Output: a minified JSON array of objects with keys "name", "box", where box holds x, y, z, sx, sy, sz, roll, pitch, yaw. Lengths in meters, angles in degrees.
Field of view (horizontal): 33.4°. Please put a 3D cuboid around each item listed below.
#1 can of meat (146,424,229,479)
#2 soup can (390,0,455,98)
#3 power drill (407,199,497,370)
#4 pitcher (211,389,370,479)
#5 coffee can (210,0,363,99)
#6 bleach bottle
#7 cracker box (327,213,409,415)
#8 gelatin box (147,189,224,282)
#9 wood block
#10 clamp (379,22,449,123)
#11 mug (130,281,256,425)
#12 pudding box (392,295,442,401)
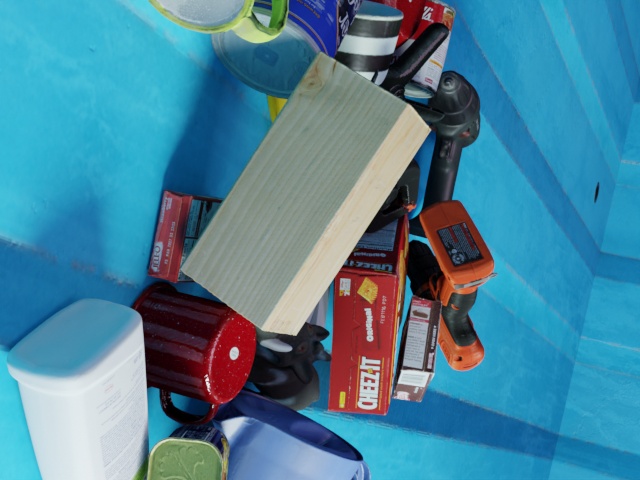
[{"name":"can of meat","box":[-0.104,0.200,0.845,0.084,0.057,0.102,36,59,-89]},{"name":"soup can","box":[0.113,-0.225,1.248,0.068,0.069,0.102,25,78,-66]},{"name":"power drill","box":[0.144,0.037,1.239,0.188,0.057,0.184,86,-18,-56]},{"name":"pitcher","box":[-0.063,0.268,0.951,0.243,0.149,0.145,-64,172,1]},{"name":"coffee can","box":[-0.019,-0.207,0.916,0.140,0.103,0.103,-65,153,-28]},{"name":"bleach bottle","box":[-0.170,0.174,0.805,0.102,0.068,0.251,-46,142,-53]},{"name":"cracker box","box":[0.056,0.068,1.175,0.213,0.072,0.164,-72,165,-68]},{"name":"gelatin box","box":[-0.107,-0.002,0.904,0.089,0.030,0.073,4,98,-67]},{"name":"wood block","box":[-0.010,-0.034,0.866,0.206,0.091,0.090,-57,162,3]},{"name":"clamp","box":[0.079,-0.154,1.167,0.171,0.039,0.120,-32,130,-22]},{"name":"mug","box":[-0.107,0.099,0.884,0.093,0.082,0.117,-22,120,-62]},{"name":"pudding box","box":[0.108,0.125,1.209,0.113,0.039,0.090,99,1,-66]}]
